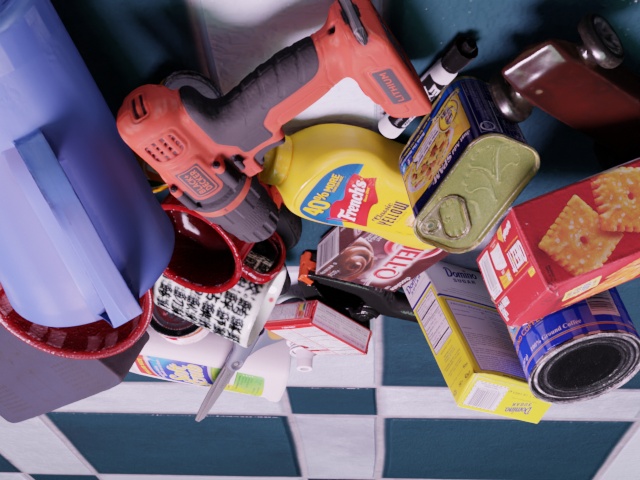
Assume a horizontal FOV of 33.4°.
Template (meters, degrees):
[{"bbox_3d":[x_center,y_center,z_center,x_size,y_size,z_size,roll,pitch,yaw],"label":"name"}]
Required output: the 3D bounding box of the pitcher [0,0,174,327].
[{"bbox_3d":[-0.192,-0.058,0.716,0.149,0.145,0.243,4,139,20],"label":"pitcher"}]

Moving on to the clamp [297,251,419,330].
[{"bbox_3d":[0.058,0.063,1.103,0.165,0.036,0.209,-10,150,33],"label":"clamp"}]

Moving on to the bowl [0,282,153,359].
[{"bbox_3d":[-0.219,0.026,0.941,0.162,0.055,0.162,5,124,7],"label":"bowl"}]

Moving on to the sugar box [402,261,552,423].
[{"bbox_3d":[0.146,0.090,1.006,0.093,0.176,0.048,16,117,-24],"label":"sugar box"}]

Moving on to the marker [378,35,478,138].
[{"bbox_3d":[0.077,-0.111,0.775,0.020,0.020,0.121,13,152,-21],"label":"marker"}]

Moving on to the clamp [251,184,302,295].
[{"bbox_3d":[-0.056,0.001,0.985,0.120,0.039,0.172,19,152,-21],"label":"clamp"}]

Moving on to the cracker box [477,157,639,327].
[{"bbox_3d":[0.236,-0.011,0.796,0.213,0.072,0.164,-20,167,-5],"label":"cracker box"}]

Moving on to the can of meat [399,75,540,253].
[{"bbox_3d":[0.103,-0.057,0.773,0.057,0.084,0.102,19,125,-23],"label":"can of meat"}]

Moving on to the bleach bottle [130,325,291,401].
[{"bbox_3d":[-0.163,0.131,1.234,0.250,0.068,0.103,7,151,-6],"label":"bleach bottle"}]

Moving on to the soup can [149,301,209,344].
[{"bbox_3d":[-0.140,0.068,1.070,0.068,0.068,0.102,3,170,-2],"label":"soup can"}]

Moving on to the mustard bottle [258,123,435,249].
[{"bbox_3d":[0.027,-0.049,0.859,0.191,0.058,0.096,14,143,-22],"label":"mustard bottle"}]

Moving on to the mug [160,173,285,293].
[{"bbox_3d":[-0.080,-0.011,0.879,0.117,0.081,0.093,33,138,-2],"label":"mug"}]

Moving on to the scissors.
[{"bbox_3d":[-0.074,0.126,1.175,0.096,0.016,0.202,0,129,-24],"label":"scissors"}]

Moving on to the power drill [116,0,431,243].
[{"bbox_3d":[-0.021,-0.078,0.739,0.188,0.057,0.184,-29,148,11],"label":"power drill"}]

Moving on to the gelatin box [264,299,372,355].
[{"bbox_3d":[-0.002,0.092,1.115,0.089,0.030,0.073,31,154,-36],"label":"gelatin box"}]

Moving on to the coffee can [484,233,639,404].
[{"bbox_3d":[0.211,0.057,0.941,0.102,0.140,0.103,-8,139,-7],"label":"coffee can"}]

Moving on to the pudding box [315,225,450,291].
[{"bbox_3d":[0.060,0.004,0.985,0.089,0.039,0.114,15,151,-25],"label":"pudding box"}]
